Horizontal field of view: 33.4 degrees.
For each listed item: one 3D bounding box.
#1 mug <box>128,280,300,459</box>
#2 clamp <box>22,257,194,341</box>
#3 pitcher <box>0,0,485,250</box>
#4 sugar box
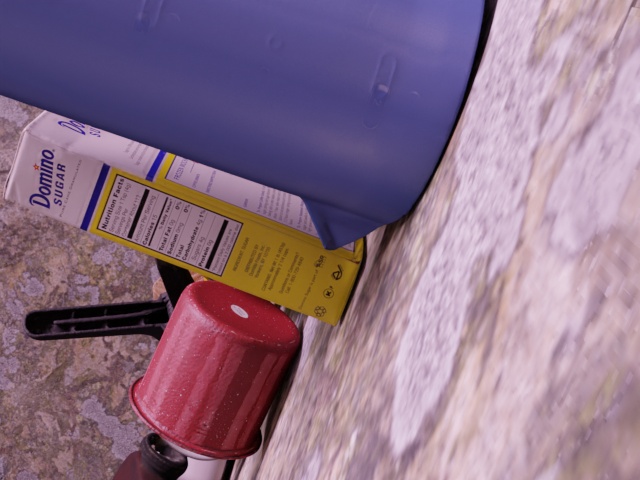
[{"bbox_3d":[-0.059,0.078,0.690,0.117,0.093,0.081,-12,-50,-65],"label":"mug"},{"bbox_3d":[-0.114,0.054,0.884,0.165,0.209,0.036,-31,59,37],"label":"clamp"},{"bbox_3d":[-0.059,-0.109,0.449,0.145,0.242,0.149,123,160,-57],"label":"pitcher"},{"bbox_3d":[-0.065,-0.019,0.557,0.093,0.176,0.048,-86,17,-71],"label":"sugar box"}]
